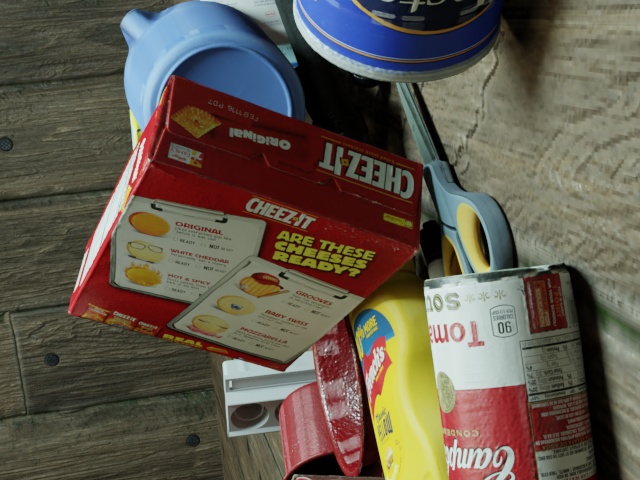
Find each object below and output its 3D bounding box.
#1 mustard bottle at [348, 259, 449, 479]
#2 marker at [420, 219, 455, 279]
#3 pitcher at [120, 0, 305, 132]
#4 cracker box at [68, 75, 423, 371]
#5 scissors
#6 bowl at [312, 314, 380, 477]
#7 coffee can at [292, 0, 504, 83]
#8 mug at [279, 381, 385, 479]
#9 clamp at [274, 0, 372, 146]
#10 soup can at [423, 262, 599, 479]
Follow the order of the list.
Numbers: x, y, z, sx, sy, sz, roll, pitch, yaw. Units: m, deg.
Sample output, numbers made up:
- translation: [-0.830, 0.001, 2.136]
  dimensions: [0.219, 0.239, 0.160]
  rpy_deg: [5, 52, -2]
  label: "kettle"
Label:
- translation: [0.057, 0.084, 0.683]
  dimensions: [0.096, 0.058, 0.191]
  rpy_deg: [110, 151, -62]
  label: "mustard bottle"
- translation: [0.079, 0.043, 0.640]
  dimensions: [0.020, 0.020, 0.121]
  rpy_deg: [104, 156, -63]
  label: "marker"
- translation: [-0.073, -0.104, 0.805]
  dimensions: [0.243, 0.149, 0.145]
  rpy_deg: [-125, 31, -73]
  label: "pitcher"
- translation: [-0.054, 0.001, 0.683]
  dimensions: [0.214, 0.164, 0.072]
  rpy_deg: [132, 151, -54]
  label: "cracker box"
- translation: [0.075, -0.038, 0.618]
  dimensions: [0.096, 0.016, 0.202]
  rpy_deg: [110, 151, -65]
  label: "scissors"
- translation: [0.036, 0.096, 0.810]
  dimensions: [0.162, 0.055, 0.162]
  rpy_deg: [173, 90, -79]
  label: "bowl"
- translation: [0.042, -0.156, 0.474]
  dimensions: [0.140, 0.102, 0.103]
  rpy_deg: [96, 163, -50]
  label: "coffee can"
- translation: [0.014, 0.168, 0.920]
  dimensions: [0.117, 0.093, 0.081]
  rpy_deg: [-50, 34, 33]
  label: "mug"
- translation: [0.013, -0.081, 0.783]
  dimensions: [0.164, 0.036, 0.210]
  rpy_deg: [77, 171, -78]
  label: "clamp"
- translation: [0.086, 0.064, 0.488]
  dimensions: [0.068, 0.068, 0.102]
  rpy_deg: [156, 107, -79]
  label: "soup can"
